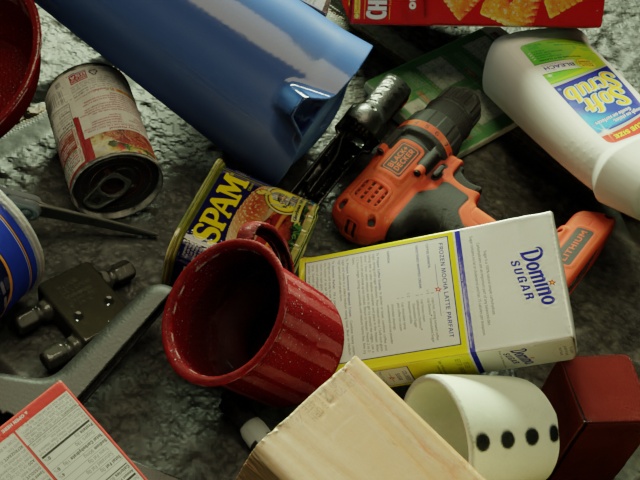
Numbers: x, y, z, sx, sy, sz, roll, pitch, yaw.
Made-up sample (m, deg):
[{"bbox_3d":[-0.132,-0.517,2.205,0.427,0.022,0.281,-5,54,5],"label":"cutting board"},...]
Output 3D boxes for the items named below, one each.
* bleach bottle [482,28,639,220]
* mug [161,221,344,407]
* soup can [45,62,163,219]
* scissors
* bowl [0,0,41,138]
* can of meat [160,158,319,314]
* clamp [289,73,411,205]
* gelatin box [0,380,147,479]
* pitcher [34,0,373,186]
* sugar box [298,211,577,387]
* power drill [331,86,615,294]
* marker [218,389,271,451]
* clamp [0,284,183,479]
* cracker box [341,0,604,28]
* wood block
[{"bbox_3d":[0.226,-0.088,0.846,0.102,0.068,0.251,-8,37,-19],"label":"bleach bottle"},{"bbox_3d":[-0.038,0.045,0.672,0.093,0.081,0.117,-13,62,29],"label":"mug"},{"bbox_3d":[-0.163,-0.075,0.796,0.068,0.069,0.102,-9,52,-21],"label":"soup can"},{"bbox_3d":[-0.224,-0.018,0.754,0.201,0.096,0.016,24,50,-36],"label":"scissors"},{"bbox_3d":[-0.268,-0.122,0.792,0.162,0.055,0.162,-5,70,14],"label":"bowl"},{"bbox_3d":[-0.055,0.001,0.764,0.084,0.057,0.102,23,48,2],"label":"can of meat"},{"bbox_3d":[0.035,-0.091,0.831,0.039,0.120,0.171,41,46,-6],"label":"clamp"},{"bbox_3d":[-0.147,0.136,0.600,0.073,0.030,0.089,-40,82,-25],"label":"gelatin box"},{"bbox_3d":[-0.092,-0.159,0.813,0.243,0.149,0.144,35,54,-4],"label":"pitcher"},{"bbox_3d":[0.075,0.044,0.706,0.176,0.048,0.093,-9,62,12],"label":"sugar box"},{"bbox_3d":[0.128,-0.030,0.831,0.188,0.057,0.184,32,57,17],"label":"power drill"},{"bbox_3d":[-0.027,0.140,0.672,0.020,0.020,0.121,-24,59,-30],"label":"marker"},{"bbox_3d":[-0.162,0.109,0.649,0.209,0.036,0.164,-6,61,-16],"label":"clamp"},{"bbox_3d":[0.128,-0.237,0.949,0.213,0.072,0.164,1,21,-3],"label":"cracker box"},{"bbox_3d":[0.054,0.178,0.592,0.206,0.091,0.090,43,54,12],"label":"wood block"}]
